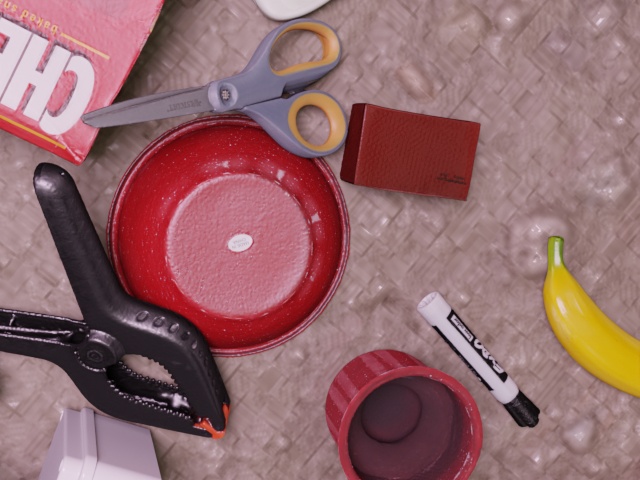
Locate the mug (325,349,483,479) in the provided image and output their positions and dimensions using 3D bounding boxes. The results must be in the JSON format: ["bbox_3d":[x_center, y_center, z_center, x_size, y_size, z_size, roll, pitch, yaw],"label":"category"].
[{"bbox_3d":[0.056,0.128,0.701,0.093,0.081,0.117,-37,102,-4],"label":"mug"}]

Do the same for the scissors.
[{"bbox_3d":[-0.047,-0.071,0.636,0.201,0.016,0.096,-38,113,-39],"label":"scissors"}]

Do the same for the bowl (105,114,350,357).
[{"bbox_3d":[-0.054,0.001,0.679,0.162,0.055,0.162,-1,97,-10],"label":"bowl"}]

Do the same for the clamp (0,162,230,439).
[{"bbox_3d":[-0.146,0.062,0.663,0.165,0.036,0.209,-31,118,28],"label":"clamp"}]

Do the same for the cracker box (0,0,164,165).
[{"bbox_3d":[-0.159,-0.171,0.584,0.164,0.072,0.214,26,91,-14],"label":"cracker box"}]

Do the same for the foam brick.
[{"bbox_3d":[0.057,-0.058,0.693,0.078,0.051,0.053,9,96,-11],"label":"foam brick"}]

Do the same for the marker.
[{"bbox_3d":[0.111,0.085,0.737,0.020,0.020,0.121,-42,102,-3],"label":"marker"}]

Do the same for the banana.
[{"bbox_3d":[0.226,0.076,0.748,0.197,0.037,0.069,33,91,-12],"label":"banana"}]
